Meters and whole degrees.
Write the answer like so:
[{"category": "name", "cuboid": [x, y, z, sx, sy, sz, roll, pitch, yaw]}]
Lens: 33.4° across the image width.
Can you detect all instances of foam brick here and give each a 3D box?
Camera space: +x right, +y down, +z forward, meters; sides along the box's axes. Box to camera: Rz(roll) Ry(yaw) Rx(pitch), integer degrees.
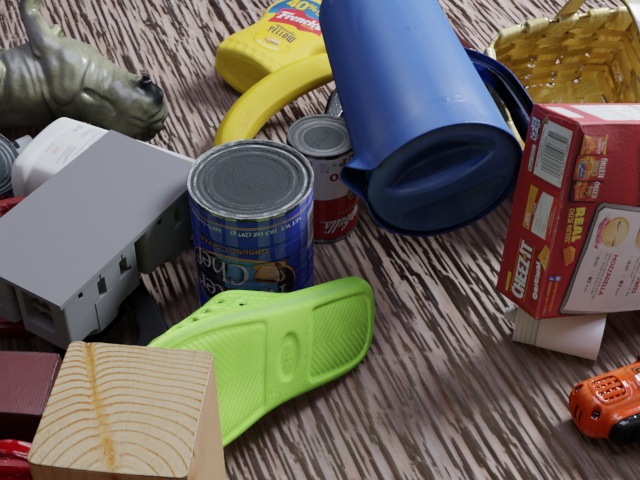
[{"category": "foam brick", "cuboid": [-0.210, 0.122, 0.768, 0.051, 0.078, 0.053, 2, 50, 5]}]

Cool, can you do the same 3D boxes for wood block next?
[{"category": "wood block", "cuboid": [-0.110, 0.168, 0.666, 0.090, 0.206, 0.090, 4, 43, 5]}]

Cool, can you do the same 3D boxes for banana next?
[{"category": "banana", "cuboid": [-0.049, -0.136, 1.100, 0.070, 0.037, 0.197, 37, 73, 14]}]

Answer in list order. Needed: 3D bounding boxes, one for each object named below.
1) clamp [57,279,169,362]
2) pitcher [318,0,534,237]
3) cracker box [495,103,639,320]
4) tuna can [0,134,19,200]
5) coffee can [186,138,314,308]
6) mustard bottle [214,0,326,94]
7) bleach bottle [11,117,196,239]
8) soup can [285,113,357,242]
[{"category": "clamp", "cuboid": [-0.181, 0.112, 0.852, 0.164, 0.036, 0.210, 0, 46, -1]}, {"category": "pitcher", "cuboid": [0.086, -0.133, 0.931, 0.145, 0.149, 0.243, -34, 49, 22]}, {"category": "cracker box", "cuboid": [0.261, -0.028, 0.874, 0.213, 0.164, 0.072, -3, 23, -24]}, {"category": "tuna can", "cuboid": [-0.334, -0.068, 1.028, 0.086, 0.034, 0.086, 16, 50, -20]}, {"category": "coffee can", "cuboid": [-0.056, 0.001, 0.897, 0.103, 0.140, 0.103, 0, 42, 0]}, {"category": "mustard bottle", "cuboid": [-0.029, -0.230, 1.210, 0.096, 0.058, 0.191, 29, 48, 16]}, {"category": "bleach bottle", "cuboid": [-0.156, -0.042, 1.004, 0.251, 0.068, 0.102, 17, 45, 15]}, {"category": "soup can", "cuboid": [0.002, -0.058, 0.989, 0.068, 0.102, 0.068, 0, 42, 0]}]
